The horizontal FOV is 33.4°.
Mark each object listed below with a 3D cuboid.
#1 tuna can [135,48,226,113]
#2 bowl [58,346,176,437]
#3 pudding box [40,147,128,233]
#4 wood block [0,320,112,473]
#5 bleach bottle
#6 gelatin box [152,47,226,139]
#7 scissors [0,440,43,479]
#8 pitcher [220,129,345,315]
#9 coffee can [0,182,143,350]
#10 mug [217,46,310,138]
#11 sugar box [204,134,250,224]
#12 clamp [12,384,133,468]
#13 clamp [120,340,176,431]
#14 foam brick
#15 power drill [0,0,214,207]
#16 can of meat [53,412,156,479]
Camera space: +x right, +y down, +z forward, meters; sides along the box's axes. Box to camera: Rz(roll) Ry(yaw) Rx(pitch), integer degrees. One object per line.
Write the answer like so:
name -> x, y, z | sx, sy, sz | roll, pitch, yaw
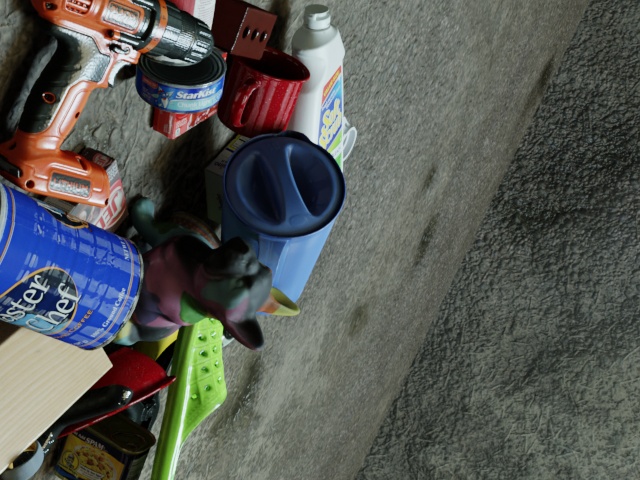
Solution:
tuna can -> -0.134, -0.158, 1.020 | 0.086, 0.086, 0.034 | -46, 156, -46
bowl -> -0.237, 0.156, 1.132 | 0.162, 0.055, 0.162 | -24, -179, 0
pudding box -> -0.231, -0.019, 1.010 | 0.113, 0.039, 0.090 | -54, 161, -29
wood block -> -0.291, 0.138, 0.918 | 0.205, 0.090, 0.091 | -47, 118, -44
bleach bottle -> -0.012, -0.158, 1.283 | 0.102, 0.068, 0.251 | -44, 145, -45
gelatin box -> -0.136, -0.155, 1.111 | 0.089, 0.030, 0.073 | -42, 152, -51
scissors -> -0.305, 0.194, 0.965 | 0.096, 0.202, 0.016 | -33, 107, -25
pitcher -> -0.058, 0.002, 1.236 | 0.149, 0.145, 0.243 | -31, 161, -23
coffee can -> -0.230, 0.021, 0.865 | 0.140, 0.103, 0.103 | 28, 88, -41
mug -> -0.071, -0.161, 1.191 | 0.117, 0.093, 0.082 | -55, 168, -62
sugar box -> -0.076, -0.104, 1.333 | 0.176, 0.048, 0.093 | -54, 160, -34
clamp -> -0.263, 0.167, 1.037 | 0.210, 0.165, 0.036 | -50, 125, 3
clamp -> -0.222, 0.199, 1.347 | 0.120, 0.039, 0.172 | -44, 160, -39
foam brick -> -0.089, -0.224, 1.115 | 0.053, 0.051, 0.078 | -68, 163, 13
power drill -> -0.185, -0.125, 0.898 | 0.184, 0.057, 0.188 | 13, 103, -49
can of meat -> -0.250, 0.246, 1.226 | 0.057, 0.102, 0.084 | -23, 138, -65
